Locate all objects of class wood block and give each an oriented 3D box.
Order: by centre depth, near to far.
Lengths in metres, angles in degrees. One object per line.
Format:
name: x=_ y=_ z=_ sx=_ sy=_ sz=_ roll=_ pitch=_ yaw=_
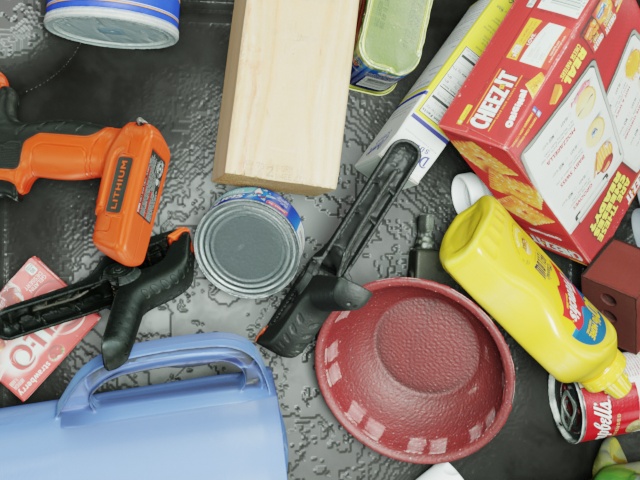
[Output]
wood block: x=-0.026 y=-0.145 z=0.852 sx=0.090 sy=0.091 sz=0.206 roll=8 pitch=86 yaw=-11

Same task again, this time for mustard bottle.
mustard bottle: x=0.177 y=0.055 z=0.842 sx=0.058 sy=0.096 sz=0.191 roll=-39 pitch=102 yaw=26

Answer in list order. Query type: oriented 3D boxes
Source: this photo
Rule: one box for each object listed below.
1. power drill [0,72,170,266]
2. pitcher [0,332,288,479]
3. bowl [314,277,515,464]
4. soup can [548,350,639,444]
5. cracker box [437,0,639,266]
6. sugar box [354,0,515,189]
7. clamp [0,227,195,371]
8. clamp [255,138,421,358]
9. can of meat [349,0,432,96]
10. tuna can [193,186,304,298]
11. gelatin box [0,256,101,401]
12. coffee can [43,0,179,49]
power drill: x=-0.218 y=-0.035 z=0.799 sx=0.188 sy=0.057 sz=0.184 roll=11 pitch=81 yaw=10
pitcher: x=-0.145 y=0.162 z=0.800 sx=0.242 sy=0.145 sz=0.149 roll=-5 pitch=71 yaw=-8
bowl: x=0.080 y=0.096 z=0.860 sx=0.162 sy=0.055 sz=0.162 roll=6 pitch=111 yaw=17
soup can: x=0.254 y=0.130 z=0.906 sx=0.102 sy=0.068 sz=0.068 roll=-9 pitch=90 yaw=-11
cracker box: x=0.197 y=-0.098 z=0.844 sx=0.164 sy=0.072 sz=0.213 roll=-58 pitch=141 yaw=-7
sugar box: x=0.103 y=-0.121 z=0.874 sx=0.048 sy=0.093 sz=0.176 roll=35 pitch=83 yaw=-8
clamp: x=-0.161 y=0.038 z=0.811 sx=0.120 sy=0.171 sz=0.039 roll=11 pitch=120 yaw=20
clamp: x=0.002 y=0.036 z=0.802 sx=0.036 sy=0.210 sz=0.164 roll=31 pitch=40 yaw=-7
can of meat: x=0.053 y=-0.176 z=0.871 sx=0.057 sy=0.084 sz=0.102 roll=13 pitch=86 yaw=-10
tuna can: x=-0.056 y=0.001 z=0.851 sx=0.086 sy=0.033 sz=0.086 roll=3 pitch=114 yaw=7
gelatin box: x=-0.228 y=0.069 z=0.837 sx=0.073 sy=0.030 sz=0.089 roll=44 pitch=82 yaw=-7
coffee can: x=-0.156 y=-0.228 z=0.824 sx=0.102 sy=0.103 sz=0.140 roll=5 pitch=87 yaw=-11
